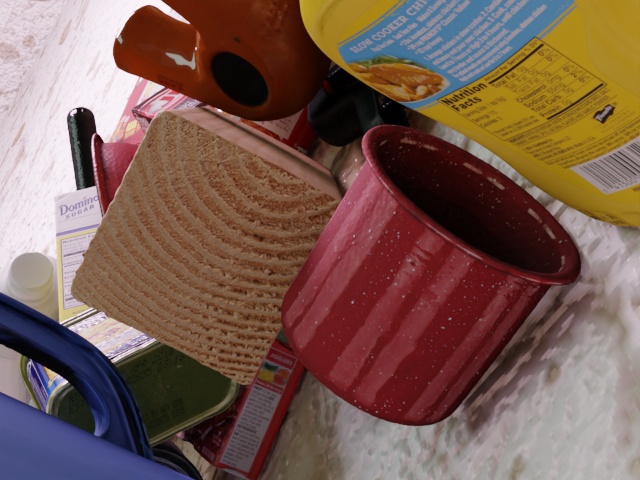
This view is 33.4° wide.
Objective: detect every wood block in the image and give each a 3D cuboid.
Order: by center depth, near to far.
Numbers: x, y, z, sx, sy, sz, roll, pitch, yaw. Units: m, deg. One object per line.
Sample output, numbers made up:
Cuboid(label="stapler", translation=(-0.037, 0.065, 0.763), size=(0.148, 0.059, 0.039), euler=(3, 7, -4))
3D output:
Cuboid(label="wood block", translation=(-0.050, -0.010, 0.544), size=(0.091, 0.090, 0.206), euler=(-62, 5, 7))

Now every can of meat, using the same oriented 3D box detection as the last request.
Cuboid(label="can of meat", translation=(-0.101, 0.070, 0.562), size=(0.102, 0.057, 0.084), euler=(-26, 19, -16))

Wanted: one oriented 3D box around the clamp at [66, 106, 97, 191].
Cuboid(label="clamp", translation=(-0.193, -0.006, 0.922), size=(0.210, 0.036, 0.164), euler=(-114, 18, -53))

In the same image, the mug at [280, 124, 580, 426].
Cuboid(label="mug", translation=(0.036, 0.009, 0.416), size=(0.082, 0.093, 0.117), euler=(-58, 20, 25))

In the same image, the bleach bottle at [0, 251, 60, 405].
Cuboid(label="bleach bottle", translation=(-0.226, 0.074, 0.833), size=(0.102, 0.068, 0.251), euler=(-55, -3, -34))

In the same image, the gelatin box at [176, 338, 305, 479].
Cuboid(label="gelatin box", translation=(-0.047, 0.085, 0.591), size=(0.073, 0.030, 0.089), euler=(-66, 23, -6))

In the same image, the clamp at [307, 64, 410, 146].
Cuboid(label="clamp", translation=(0.032, -0.081, 0.576), size=(0.120, 0.039, 0.172), euler=(-52, 14, -24))

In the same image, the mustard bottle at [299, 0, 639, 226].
Cuboid(label="mustard bottle", translation=(0.053, -0.071, 0.328), size=(0.096, 0.191, 0.058), euler=(-27, 42, 56))

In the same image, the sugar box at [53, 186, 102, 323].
Cuboid(label="sugar box", translation=(-0.148, 0.054, 0.725), size=(0.176, 0.048, 0.093), euler=(-110, 8, -45))

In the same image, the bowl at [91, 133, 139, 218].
Cuboid(label="bowl", translation=(-0.107, 0.001, 0.720), size=(0.162, 0.055, 0.162), euler=(166, 90, -85))
